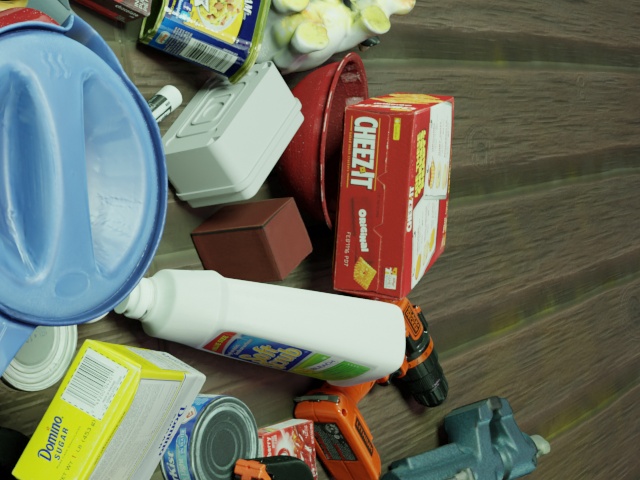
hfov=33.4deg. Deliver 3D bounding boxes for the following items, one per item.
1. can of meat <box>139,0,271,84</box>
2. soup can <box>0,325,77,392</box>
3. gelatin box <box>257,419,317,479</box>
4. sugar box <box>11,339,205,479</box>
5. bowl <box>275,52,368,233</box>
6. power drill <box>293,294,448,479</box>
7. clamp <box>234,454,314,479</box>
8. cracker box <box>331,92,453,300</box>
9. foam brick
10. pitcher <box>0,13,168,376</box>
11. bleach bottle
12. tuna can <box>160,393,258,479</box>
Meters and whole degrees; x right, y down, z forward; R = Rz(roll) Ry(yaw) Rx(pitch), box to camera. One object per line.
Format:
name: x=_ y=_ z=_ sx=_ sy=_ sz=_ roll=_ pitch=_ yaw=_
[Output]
can of meat: x=-0.089 y=-0.187 z=0.844 sx=0.083 sy=0.058 sz=0.102 roll=20 pitch=66 yaw=-23
soup can: x=-0.205 y=0.057 z=0.643 sx=0.068 sy=0.102 sz=0.068 roll=8 pitch=80 yaw=-54
gelatin box: x=-0.034 y=0.206 z=0.930 sx=0.073 sy=0.030 sz=0.089 roll=-4 pitch=90 yaw=-54
sugar box: x=-0.132 y=0.118 z=0.703 sx=0.093 sy=0.048 sz=0.176 roll=-61 pitch=173 yaw=-5
bowl: x=-0.001 y=-0.089 z=0.957 sx=0.162 sy=0.055 sz=0.162 roll=6 pitch=90 yaw=-75
power drill: x=0.056 y=0.143 z=1.042 sx=0.184 sy=0.057 sz=0.187 roll=59 pitch=41 yaw=-27
clamp: x=-0.023 y=0.242 z=0.886 sx=0.171 sy=0.039 sz=0.120 roll=45 pitch=51 yaw=-42
cracker box: x=0.071 y=-0.050 z=0.998 sx=0.213 sy=0.072 sz=0.164 roll=-34 pitch=128 yaw=-70
foam brick: x=-0.056 y=0.001 z=0.879 sx=0.052 sy=0.078 sz=0.051 roll=-44 pitch=120 yaw=-47
pitcher: x=-0.207 y=-0.013 z=0.526 sx=0.149 sy=0.243 sz=0.145 roll=-36 pitch=116 yaw=-50
bleach bottle: x=-0.053 y=0.067 z=0.857 sx=0.250 sy=0.103 sz=0.068 roll=14 pitch=67 yaw=-36
tuna can: x=-0.087 y=0.166 z=0.856 sx=0.086 sy=0.034 sz=0.086 roll=7 pitch=81 yaw=-54
